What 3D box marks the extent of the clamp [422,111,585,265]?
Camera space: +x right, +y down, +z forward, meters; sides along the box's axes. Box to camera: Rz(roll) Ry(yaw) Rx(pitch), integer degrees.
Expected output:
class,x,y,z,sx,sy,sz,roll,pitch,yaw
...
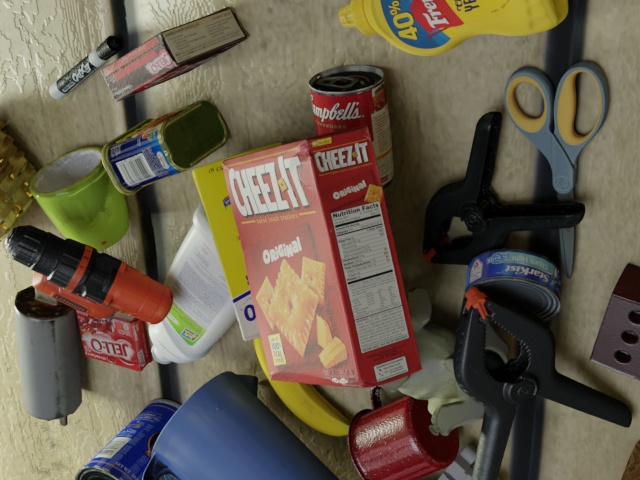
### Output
class,x,y,z,sx,sy,sz,roll,pitch,yaw
clamp,0.140,-0.037,0.947,0.172,0.039,0.120,-32,88,46

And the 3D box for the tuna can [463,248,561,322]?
class,x,y,z,sx,sy,sz,roll,pitch,yaw
tuna can,0.172,0.042,0.957,0.086,0.033,0.086,9,150,5

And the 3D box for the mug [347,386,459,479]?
class,x,y,z,sx,sy,sz,roll,pitch,yaw
mug,0.086,0.195,1.106,0.082,0.093,0.117,-31,63,36

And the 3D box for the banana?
class,x,y,z,sx,sy,sz,roll,pitch,yaw
banana,-0.026,0.146,1.178,0.070,0.037,0.198,-35,98,23

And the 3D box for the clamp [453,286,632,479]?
class,x,y,z,sx,sy,sz,roll,pitch,yaw
clamp,0.187,0.127,0.961,0.164,0.036,0.210,-23,114,-3

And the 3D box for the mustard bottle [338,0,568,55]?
class,x,y,z,sx,sy,sz,roll,pitch,yaw
mustard bottle,0.097,-0.202,0.865,0.192,0.058,0.096,-6,113,36

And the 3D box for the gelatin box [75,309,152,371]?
class,x,y,z,sx,sy,sz,roll,pitch,yaw
gelatin box,-0.253,0.116,1.307,0.089,0.030,0.073,12,124,27

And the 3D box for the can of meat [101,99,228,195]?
class,x,y,z,sx,sy,sz,roll,pitch,yaw
can of meat,-0.153,-0.095,1.066,0.084,0.102,0.057,-15,108,36

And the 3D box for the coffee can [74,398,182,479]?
class,x,y,z,sx,sy,sz,roll,pitch,yaw
coffee can,-0.216,0.276,1.308,0.103,0.140,0.103,16,125,24

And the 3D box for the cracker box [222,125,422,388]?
class,x,y,z,sx,sy,sz,roll,pitch,yaw
cracker box,-0.005,0.019,0.940,0.164,0.072,0.214,-6,98,59

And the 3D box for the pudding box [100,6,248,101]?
class,x,y,z,sx,sy,sz,roll,pitch,yaw
pudding box,-0.136,-0.175,0.997,0.090,0.113,0.039,-19,103,39

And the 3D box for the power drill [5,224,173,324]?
class,x,y,z,sx,sy,sz,roll,pitch,yaw
power drill,-0.265,0.040,1.170,0.184,0.057,0.188,29,168,-18

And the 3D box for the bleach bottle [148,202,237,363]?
class,x,y,z,sx,sy,sz,roll,pitch,yaw
bleach bottle,-0.135,0.059,1.176,0.102,0.068,0.251,45,135,6

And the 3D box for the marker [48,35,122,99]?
class,x,y,z,sx,sy,sz,roll,pitch,yaw
marker,-0.248,-0.183,1.128,0.121,0.020,0.020,-27,101,41

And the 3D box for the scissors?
class,x,y,z,sx,sy,sz,roll,pitch,yaw
scissors,0.193,-0.064,0.916,0.096,0.016,0.202,23,128,22

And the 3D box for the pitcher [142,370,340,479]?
class,x,y,z,sx,sy,sz,roll,pitch,yaw
pitcher,-0.066,0.274,1.165,0.243,0.144,0.149,40,105,17

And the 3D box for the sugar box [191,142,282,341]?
class,x,y,z,sx,sy,sz,roll,pitch,yaw
sugar box,-0.057,0.001,1.043,0.093,0.048,0.176,-18,92,-5

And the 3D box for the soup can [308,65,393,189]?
class,x,y,z,sx,sy,sz,roll,pitch,yaw
soup can,0.029,-0.100,0.966,0.069,0.068,0.102,9,123,29
